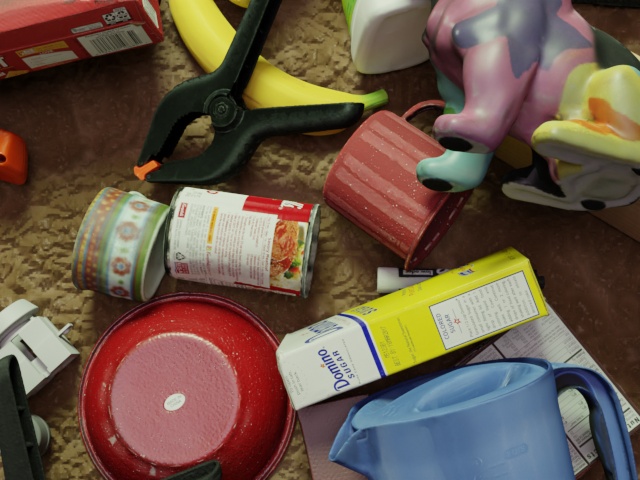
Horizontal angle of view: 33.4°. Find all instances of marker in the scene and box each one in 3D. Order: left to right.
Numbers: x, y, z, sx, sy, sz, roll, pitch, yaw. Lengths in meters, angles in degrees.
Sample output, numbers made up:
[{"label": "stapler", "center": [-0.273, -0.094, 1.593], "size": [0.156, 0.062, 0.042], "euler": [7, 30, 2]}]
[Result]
[{"label": "marker", "center": [0.102, 0.030, 0.776], "size": [0.121, 0.020, 0.020], "euler": [1, 79, 3]}]

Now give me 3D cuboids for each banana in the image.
[{"label": "banana", "center": [-0.048, -0.133, 0.810], "size": [0.198, 0.037, 0.069], "euler": [33, 55, 6]}]

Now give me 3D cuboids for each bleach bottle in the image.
[{"label": "bleach bottle", "center": [0.028, -0.259, 0.807], "size": [0.068, 0.103, 0.251], "euler": [-13, 72, -10]}]

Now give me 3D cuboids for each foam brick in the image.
[{"label": "foam brick", "center": [0.017, 0.149, 0.741], "size": [0.053, 0.051, 0.078], "euler": [-12, 79, -1]}]

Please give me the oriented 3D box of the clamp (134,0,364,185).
[{"label": "clamp", "center": [-0.055, -0.087, 0.763], "size": [0.171, 0.039, 0.120], "euler": [-44, 72, 13]}]

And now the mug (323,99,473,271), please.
[{"label": "mug", "center": [0.063, -0.048, 0.758], "size": [0.081, 0.093, 0.117], "euler": [35, 89, 13]}]

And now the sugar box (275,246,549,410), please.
[{"label": "sugar box", "center": [0.059, 0.057, 0.724], "size": [0.176, 0.093, 0.048], "euler": [-19, 93, 4]}]

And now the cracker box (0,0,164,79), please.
[{"label": "cracker box", "center": [-0.211, -0.230, 0.759], "size": [0.164, 0.072, 0.214], "euler": [-12, 74, 5]}]

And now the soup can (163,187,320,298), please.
[{"label": "soup can", "center": [-0.055, 0.001, 0.765], "size": [0.102, 0.068, 0.068], "euler": [8, 79, 5]}]

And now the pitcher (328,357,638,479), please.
[{"label": "pitcher", "center": [0.120, 0.199, 0.674], "size": [0.149, 0.144, 0.243], "euler": [-14, 93, 33]}]

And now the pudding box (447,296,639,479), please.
[{"label": "pudding box", "center": [0.156, 0.110, 0.749], "size": [0.090, 0.039, 0.113], "euler": [-37, 81, -5]}]

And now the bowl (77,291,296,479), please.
[{"label": "bowl", "center": [-0.098, 0.112, 0.752], "size": [0.162, 0.055, 0.162], "euler": [-1, 79, 3]}]

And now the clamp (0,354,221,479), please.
[{"label": "clamp", "center": [-0.188, 0.186, 0.714], "size": [0.164, 0.036, 0.210], "euler": [36, 103, -6]}]
